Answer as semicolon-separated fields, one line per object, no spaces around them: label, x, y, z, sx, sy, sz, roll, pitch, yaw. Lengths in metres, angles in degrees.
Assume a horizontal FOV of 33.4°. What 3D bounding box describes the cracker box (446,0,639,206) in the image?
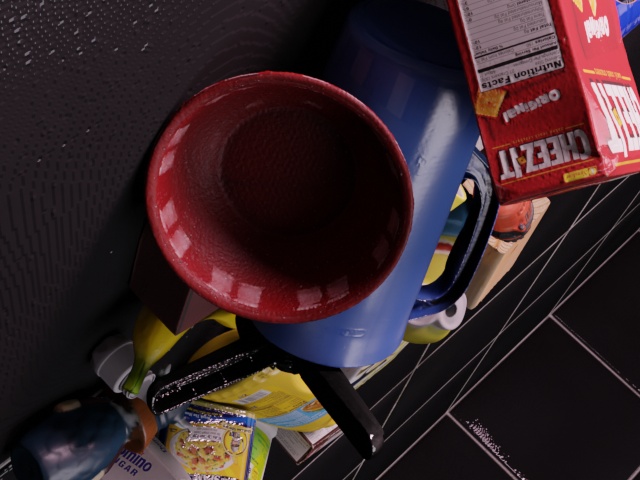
cracker box;0.136;-0.136;0.647;0.072;0.214;0.164;-15;179;28

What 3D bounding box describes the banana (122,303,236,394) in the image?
banana;-0.096;0.055;0.811;0.070;0.037;0.197;-66;165;18

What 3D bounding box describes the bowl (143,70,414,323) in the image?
bowl;-0.023;-0.032;0.653;0.162;0.162;0.055;-54;-171;24

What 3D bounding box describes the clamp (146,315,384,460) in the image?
clamp;-0.015;0.084;0.796;0.209;0.164;0.036;-57;160;-58

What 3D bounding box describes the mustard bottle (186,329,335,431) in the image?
mustard bottle;-0.032;0.139;1.004;0.096;0.058;0.191;-26;145;23

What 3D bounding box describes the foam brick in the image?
foam brick;-0.089;0.015;0.722;0.051;0.053;0.078;-33;160;-37

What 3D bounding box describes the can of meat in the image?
can of meat;-0.110;0.189;0.950;0.058;0.102;0.084;-26;-128;56

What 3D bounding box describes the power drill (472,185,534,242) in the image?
power drill;0.191;-0.093;1.008;0.184;0.057;0.187;35;67;-75

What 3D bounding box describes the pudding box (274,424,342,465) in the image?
pudding box;-0.026;0.171;1.140;0.089;0.113;0.039;-25;156;-49

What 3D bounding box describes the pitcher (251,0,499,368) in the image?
pitcher;0.044;-0.038;0.747;0.149;0.145;0.243;-32;150;-50
